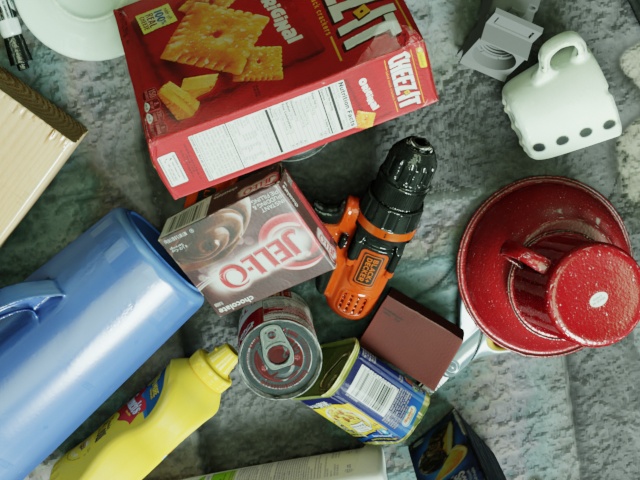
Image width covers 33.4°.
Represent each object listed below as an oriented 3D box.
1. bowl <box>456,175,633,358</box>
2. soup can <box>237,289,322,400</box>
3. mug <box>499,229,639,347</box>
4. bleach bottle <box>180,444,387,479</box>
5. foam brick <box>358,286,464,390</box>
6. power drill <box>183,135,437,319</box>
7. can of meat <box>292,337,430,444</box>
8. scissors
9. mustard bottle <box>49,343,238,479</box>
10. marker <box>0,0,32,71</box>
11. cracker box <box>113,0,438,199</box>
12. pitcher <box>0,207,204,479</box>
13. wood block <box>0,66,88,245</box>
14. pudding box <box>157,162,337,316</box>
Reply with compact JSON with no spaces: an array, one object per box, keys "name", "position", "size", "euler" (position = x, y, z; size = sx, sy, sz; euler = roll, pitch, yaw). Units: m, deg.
[{"name":"bowl","position":[0.201,0.025,0.914],"size":[0.162,0.055,0.162],"euler":[0,93,-7]},{"name":"soup can","position":[-0.036,0.085,0.899],"size":[0.068,0.102,0.068],"euler":[-1,103,-4]},{"name":"mug","position":[0.195,0.033,0.843],"size":[0.117,0.081,0.093],"euler":[33,89,-8]},{"name":"bleach bottle","position":[-0.066,0.232,0.943],"size":[0.251,0.102,0.068],"euler":[-7,95,4]},{"name":"foam brick","position":[0.079,0.084,0.924],"size":[0.078,0.051,0.053],"euler":[32,99,5]},{"name":"power drill","position":[-0.014,-0.029,0.872],"size":[0.187,0.057,0.185],"euler":[19,126,-4]},{"name":"can of meat","position":[0.033,0.132,0.916],"size":[0.084,0.102,0.057],"euler":[36,68,-13]},{"name":"scissors","position":[0.113,0.092,0.955],"size":[0.202,0.016,0.096],"euler":[-30,101,2]},{"name":"mustard bottle","position":[-0.144,0.156,0.911],"size":[0.192,0.096,0.058],"euler":[-42,102,6]},{"name":"marker","position":[-0.260,-0.197,0.864],"size":[0.020,0.020,0.121],"euler":[-16,103,0]},{"name":"cracker box","position":[-0.039,-0.144,0.816],"size":[0.213,0.164,0.072],"euler":[-21,141,2]},{"name":"pitcher","position":[-0.221,0.084,0.869],"size":[0.243,0.149,0.145],"euler":[-42,102,2]},{"name":"wood block","position":[-0.289,-0.030,0.864],"size":[0.090,0.090,0.206],"euler":[37,97,-12]},{"name":"pudding box","position":[-0.056,0.001,0.840],"size":[0.114,0.039,0.090],"euler":[-23,120,22]}]
